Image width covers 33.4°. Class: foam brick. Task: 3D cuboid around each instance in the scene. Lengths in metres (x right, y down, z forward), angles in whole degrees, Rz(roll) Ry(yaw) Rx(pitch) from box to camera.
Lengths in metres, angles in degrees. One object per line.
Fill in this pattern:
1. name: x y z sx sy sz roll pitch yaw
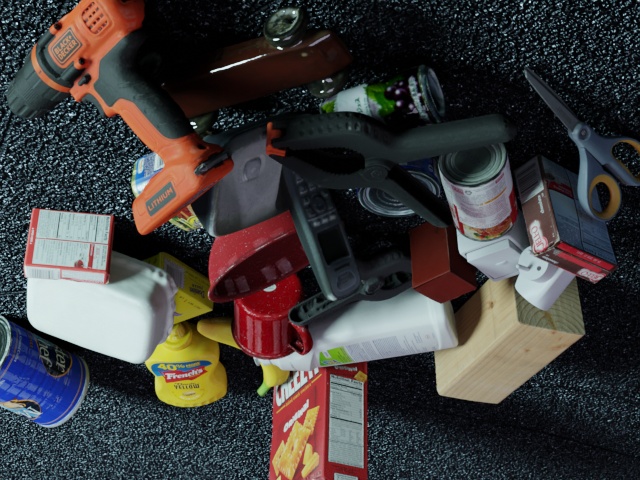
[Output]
1. foam brick: 0.134 0.021 1.167 0.053 0.078 0.051 -27 138 34

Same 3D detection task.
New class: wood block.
1. wood block: 0.224 0.115 1.305 0.090 0.091 0.206 11 146 -17

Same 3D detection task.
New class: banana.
1. banana: -0.087 0.144 1.383 0.069 0.037 0.197 -37 137 -2

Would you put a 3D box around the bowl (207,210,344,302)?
1. bowl: -0.057 0.001 1.119 0.162 0.055 0.162 -28 166 -8

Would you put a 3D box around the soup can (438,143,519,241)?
1. soup can: 0.158 -0.053 1.060 0.068 0.068 0.102 -9 146 12

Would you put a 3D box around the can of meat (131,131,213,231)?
1. can of meat: -0.125 -0.057 1.062 0.084 0.057 0.102 -19 144 30

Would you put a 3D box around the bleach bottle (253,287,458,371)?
1. bleach bottle: 0.036 0.113 1.308 0.251 0.068 0.102 -12 147 12

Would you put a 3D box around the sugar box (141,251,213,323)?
1. sugar box: -0.223 0.074 1.277 0.176 0.048 0.093 -24 140 29

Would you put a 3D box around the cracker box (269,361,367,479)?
1. cracker box: -0.006 0.249 1.400 0.072 0.213 0.164 16 144 -22

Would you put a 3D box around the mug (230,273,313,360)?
1. mug: -0.052 0.087 1.244 0.093 0.117 0.081 -33 151 -24

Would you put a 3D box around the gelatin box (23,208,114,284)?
1. gelatin box: -0.268 0.007 1.144 0.089 0.073 0.030 6 148 -11

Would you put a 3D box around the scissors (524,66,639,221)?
1. scissors: 0.243 -0.083 1.016 0.201 0.096 0.016 21 -175 -33

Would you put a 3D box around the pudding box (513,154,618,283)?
1. pudding box: 0.245 -0.022 1.068 0.089 0.113 0.039 22 138 -32

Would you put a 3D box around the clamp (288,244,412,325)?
1. clamp: 0.044 0.048 1.195 0.171 0.039 0.120 0 142 -34

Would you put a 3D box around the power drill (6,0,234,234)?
1. power drill: -0.174 -0.101 0.902 0.185 0.057 0.187 -32 96 42

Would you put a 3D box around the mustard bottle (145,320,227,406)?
1. mustard bottle: -0.178 0.154 1.392 0.096 0.058 0.191 -2 147 1

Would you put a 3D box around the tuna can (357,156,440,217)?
1. tuna can: 0.079 -0.060 1.080 0.086 0.034 0.086 0 148 0

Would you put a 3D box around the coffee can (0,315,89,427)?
1. coffee can: -0.383 0.169 1.373 0.103 0.103 0.140 -19 143 27

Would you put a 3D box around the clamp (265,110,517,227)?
1. clamp: 0.058 -0.078 0.942 0.209 0.036 0.165 13 146 -18
